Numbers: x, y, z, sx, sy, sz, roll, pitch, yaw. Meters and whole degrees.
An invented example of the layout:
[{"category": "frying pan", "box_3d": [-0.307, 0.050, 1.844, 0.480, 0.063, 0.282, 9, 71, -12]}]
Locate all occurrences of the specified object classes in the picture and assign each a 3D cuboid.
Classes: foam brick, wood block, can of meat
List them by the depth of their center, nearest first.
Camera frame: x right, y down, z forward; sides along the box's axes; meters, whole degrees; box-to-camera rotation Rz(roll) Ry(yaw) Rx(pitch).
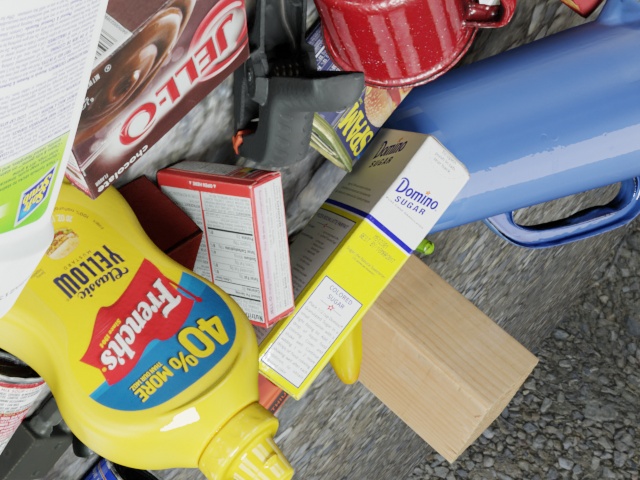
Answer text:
[{"category": "foam brick", "box_3d": [-0.113, 0.012, 0.597, 0.078, 0.051, 0.053, -35, 159, -37]}, {"category": "can of meat", "box_3d": [0.017, -0.100, 0.671, 0.084, 0.057, 0.102, -51, 164, -2]}, {"category": "wood block", "box_3d": [0.080, 0.087, 0.970, 0.090, 0.206, 0.091, -33, 157, -42]}]

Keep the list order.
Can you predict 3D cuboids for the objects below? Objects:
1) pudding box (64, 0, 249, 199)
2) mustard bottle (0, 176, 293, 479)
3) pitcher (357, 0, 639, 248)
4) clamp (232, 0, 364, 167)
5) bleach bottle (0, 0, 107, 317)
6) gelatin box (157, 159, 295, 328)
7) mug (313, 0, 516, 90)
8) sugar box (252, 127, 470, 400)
[{"category": "pudding box", "box_3d": [-0.083, -0.083, 0.487, 0.113, 0.039, 0.090, -44, 163, -16]}, {"category": "mustard bottle", "box_3d": [-0.087, 0.050, 0.502, 0.096, 0.192, 0.058, -38, 160, -33]}, {"category": "pitcher", "box_3d": [0.156, -0.076, 0.820, 0.242, 0.149, 0.145, -18, 161, -15]}, {"category": "clamp", "box_3d": [-0.017, -0.082, 0.549, 0.039, 0.120, 0.172, -5, 150, -12]}, {"category": "bleach bottle", "box_3d": [-0.131, -0.045, 0.377, 0.102, 0.068, 0.251, -31, 152, -47]}, {"category": "gelatin box", "box_3d": [-0.054, 0.001, 0.623, 0.030, 0.073, 0.089, -30, 121, -46]}, {"category": "mug", "box_3d": [0.047, -0.138, 0.574, 0.081, 0.117, 0.093, 52, 55, -68]}, {"category": "sugar box", "box_3d": [0.015, 0.010, 0.680, 0.176, 0.048, 0.093, -50, -162, -3]}]
